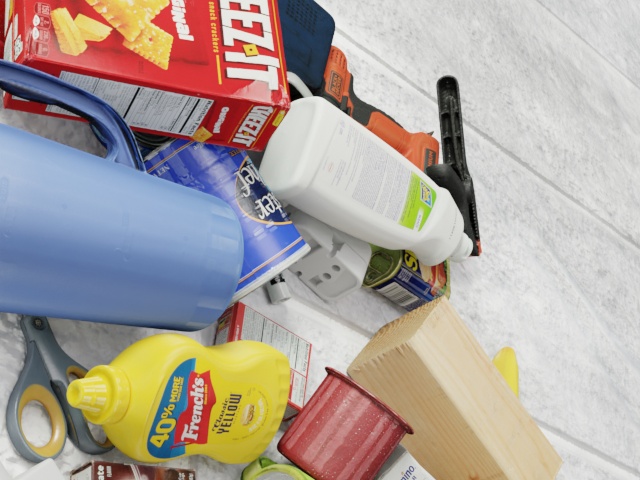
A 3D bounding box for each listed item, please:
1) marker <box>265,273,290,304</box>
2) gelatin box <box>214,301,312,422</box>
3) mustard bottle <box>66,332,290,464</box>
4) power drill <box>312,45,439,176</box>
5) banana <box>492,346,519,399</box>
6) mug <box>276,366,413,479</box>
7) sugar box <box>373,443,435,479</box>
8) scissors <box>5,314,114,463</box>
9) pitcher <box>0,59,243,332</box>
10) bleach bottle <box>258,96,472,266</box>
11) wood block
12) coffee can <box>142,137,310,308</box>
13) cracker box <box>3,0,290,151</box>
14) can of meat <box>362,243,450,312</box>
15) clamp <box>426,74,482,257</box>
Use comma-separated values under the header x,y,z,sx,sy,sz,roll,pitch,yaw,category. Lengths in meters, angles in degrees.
x,y,z,sx,sy,sz,roll,pitch,yaw,category
-0.057,0.001,1.001,0.020,0.020,0.121,-5,69,-50,marker
-0.051,0.106,0.928,0.089,0.030,0.073,34,42,-28,gelatin box
-0.107,0.118,0.794,0.191,0.058,0.096,14,99,-49,mustard bottle
0.047,-0.103,1.157,0.187,0.057,0.184,35,46,-29,power drill
0.204,0.201,1.148,0.069,0.037,0.198,36,41,-53,banana
0.015,0.166,0.902,0.093,0.117,0.081,39,79,-5,mug
0.105,0.247,0.958,0.176,0.048,0.093,45,-5,-14,sugar box
-0.217,0.075,0.773,0.202,0.016,0.096,57,36,-2,scissors
-0.176,-0.014,0.759,0.242,0.149,0.145,14,36,-39,pitcher
0.057,-0.035,1.020,0.250,0.068,0.102,32,69,-36,bleach bottle
0.131,0.171,1.038,0.206,0.091,0.090,54,38,-6,wood block
-0.089,-0.022,0.912,0.140,0.103,0.102,57,37,-3,coffee can
-0.137,-0.170,0.847,0.213,0.072,0.164,7,58,-26,cracker box
0.091,0.021,1.124,0.083,0.058,0.102,33,44,-32,can of meat
0.147,-0.053,1.170,0.164,0.036,0.210,-72,153,-51,clamp
